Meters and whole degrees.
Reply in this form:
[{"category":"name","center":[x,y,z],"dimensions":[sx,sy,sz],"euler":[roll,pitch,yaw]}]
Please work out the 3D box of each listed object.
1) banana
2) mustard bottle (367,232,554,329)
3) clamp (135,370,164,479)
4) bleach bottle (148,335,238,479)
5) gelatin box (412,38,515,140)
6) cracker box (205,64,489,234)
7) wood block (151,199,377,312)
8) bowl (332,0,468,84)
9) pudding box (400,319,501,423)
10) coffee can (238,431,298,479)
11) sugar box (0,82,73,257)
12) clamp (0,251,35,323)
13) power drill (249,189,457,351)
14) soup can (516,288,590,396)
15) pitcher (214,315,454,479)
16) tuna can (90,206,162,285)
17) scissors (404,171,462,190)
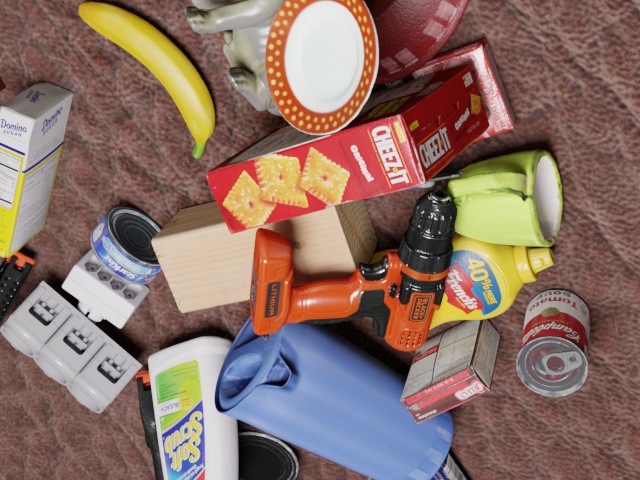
[{"category":"banana","center":[-0.166,-0.174,1.091],"dimensions":[0.070,0.037,0.197],"euler":[-31,104,25]},{"category":"mustard bottle","center":[0.144,0.039,1.093],"dimensions":[0.192,0.058,0.096],"euler":[-16,111,22]},{"category":"clamp","center":[-0.188,0.240,1.263],"dimensions":[0.039,0.120,0.171],"euler":[-15,110,-5]},{"category":"bleach bottle","center":[-0.130,0.240,1.188],"dimensions":[0.103,0.068,0.251],"euler":[-21,68,27]},{"category":"gelatin box","center":[0.138,-0.139,1.022],"dimensions":[0.073,0.030,0.089],"euler":[-16,110,23]},{"category":"cracker box","center":[0.027,-0.083,0.982],"dimensions":[0.214,0.164,0.072],"euler":[-12,107,34]},{"category":"wood block","center":[-0.057,0.002,1.117],"dimensions":[0.206,0.090,0.091],"euler":[-12,111,22]},{"category":"bowl","center":[0.061,-0.224,0.957],"dimensions":[0.055,0.161,0.162],"euler":[42,128,38]},{"category":"pudding box","center":[0.137,0.131,1.109],"dimensions":[0.090,0.113,0.039],"euler":[-29,107,27]},{"category":"coffee can","center":[-0.089,0.315,1.273],"dimensions":[0.103,0.102,0.140],"euler":[18,119,7]},{"category":"sugar box","center":[-0.321,-0.077,1.154],"dimensions":[0.048,0.093,0.176],"euler":[21,119,5]},{"category":"clamp","center":[-0.399,0.104,1.246],"dimensions":[0.036,0.164,0.210],"euler":[30,112,-23]},{"category":"power drill","center":[0.030,0.029,1.011],"dimensions":[0.187,0.057,0.184],"euler":[2,126,-10]},{"category":"soup can","center":[0.236,0.101,1.071],"dimensions":[0.068,0.102,0.068],"euler":[7,117,13]},{"category":"pitcher","center":[0.015,0.169,1.143],"dimensions":[0.242,0.149,0.145],"euler":[31,129,-19]},{"category":"tuna can","center":[-0.206,0.005,1.164],"dimensions":[0.086,0.086,0.034],"euler":[42,118,-7]},{"category":"scissors","center":[0.076,-0.054,0.990],"dimensions":[0.096,0.201,0.016],"euler":[-6,91,3]}]
